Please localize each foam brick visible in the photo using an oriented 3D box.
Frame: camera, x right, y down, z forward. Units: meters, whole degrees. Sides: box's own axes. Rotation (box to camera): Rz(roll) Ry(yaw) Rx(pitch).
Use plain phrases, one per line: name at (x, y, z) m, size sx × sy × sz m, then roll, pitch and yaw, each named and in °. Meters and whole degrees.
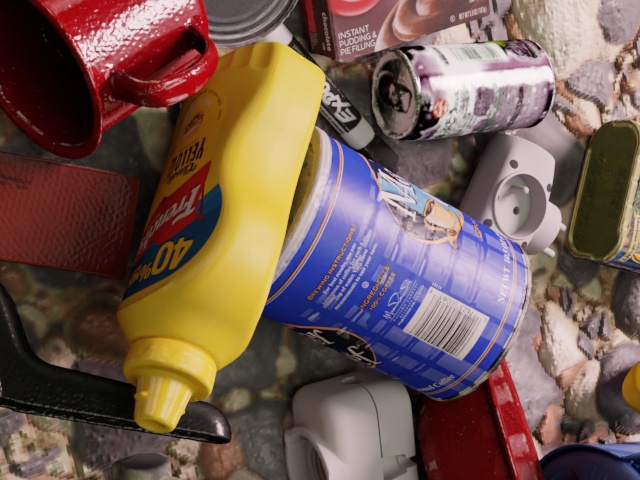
foam brick at (-0.137, -0.014, 0.527) m, size 0.078 × 0.051 × 0.053 m, roll 11°, pitch 89°, yaw -30°

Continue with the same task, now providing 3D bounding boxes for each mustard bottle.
mustard bottle at (-0.054, 0.000, 0.511) m, size 0.058 × 0.096 × 0.191 m, roll 31°, pitch 55°, yaw -28°

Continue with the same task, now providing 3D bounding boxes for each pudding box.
pudding box at (0.041, -0.160, 0.607) m, size 0.113 × 0.039 × 0.090 m, roll -22°, pitch 119°, yaw -26°

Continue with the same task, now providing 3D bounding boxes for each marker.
marker at (0.006, -0.080, 0.617) m, size 0.121 × 0.020 × 0.020 m, roll 46°, pitch 74°, yaw -25°

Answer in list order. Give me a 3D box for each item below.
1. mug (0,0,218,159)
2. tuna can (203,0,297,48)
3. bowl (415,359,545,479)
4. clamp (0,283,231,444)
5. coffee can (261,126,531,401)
mug at (-0.099, -0.094, 0.501) m, size 0.081 × 0.117 × 0.093 m, roll -41°, pitch 141°, yaw -35°
tuna can at (-0.053, -0.145, 0.556) m, size 0.086 × 0.034 × 0.086 m, roll -5°, pitch 109°, yaw -16°
bowl at (0.097, 0.132, 0.640) m, size 0.055 × 0.162 × 0.162 m, roll -18°, pitch 108°, yaw 12°
clamp at (-0.166, 0.081, 0.482) m, size 0.210 × 0.036 × 0.164 m, roll 40°, pitch 64°, yaw -2°
coffee can at (0.028, 0.014, 0.583) m, size 0.140 × 0.103 × 0.103 m, roll 28°, pitch 82°, yaw -22°
